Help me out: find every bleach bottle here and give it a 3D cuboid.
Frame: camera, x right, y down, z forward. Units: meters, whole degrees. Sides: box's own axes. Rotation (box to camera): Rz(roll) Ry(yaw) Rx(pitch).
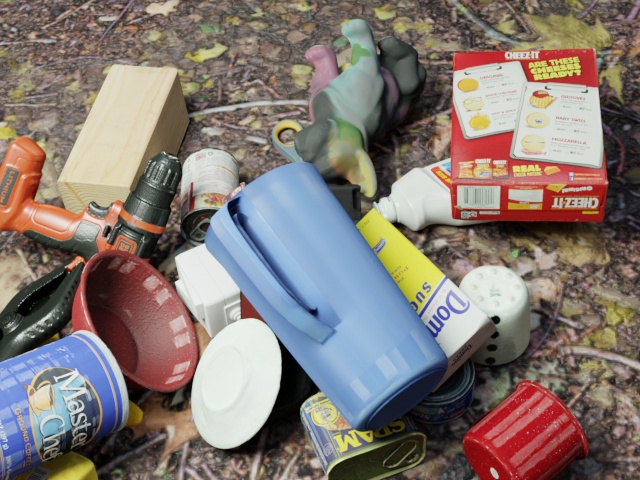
[{"bbox_3d":[0.187,-0.058,1.232,0.250,0.068,0.102,-16,49,-7],"label":"bleach bottle"}]

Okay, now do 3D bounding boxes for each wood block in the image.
[{"bbox_3d":[-0.233,-0.110,1.285,0.090,0.091,0.206,5,49,10],"label":"wood block"}]

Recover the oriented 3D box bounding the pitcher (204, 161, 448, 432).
[{"bbox_3d":[0.003,0.054,0.991,0.149,0.145,0.243,-27,66,-25],"label":"pitcher"}]

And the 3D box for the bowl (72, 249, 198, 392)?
[{"bbox_3d":[-0.200,0.092,1.091,0.055,0.162,0.162,-33,43,25],"label":"bowl"}]

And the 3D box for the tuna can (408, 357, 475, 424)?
[{"bbox_3d":[0.113,0.140,1.077,0.086,0.034,0.086,-2,48,2],"label":"tuna can"}]

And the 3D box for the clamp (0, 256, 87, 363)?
[{"bbox_3d":[-0.310,0.099,1.086,0.209,0.036,0.165,-41,34,-16],"label":"clamp"}]

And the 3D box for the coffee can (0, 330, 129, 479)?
[{"bbox_3d":[-0.262,0.153,0.978,0.140,0.103,0.103,-21,48,-38],"label":"coffee can"}]

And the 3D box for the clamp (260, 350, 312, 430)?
[{"bbox_3d":[-0.045,0.124,1.101,0.120,0.039,0.171,20,46,28],"label":"clamp"}]

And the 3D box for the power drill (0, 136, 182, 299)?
[{"bbox_3d":[-0.258,-0.040,1.160,0.188,0.184,0.057,27,9,7],"label":"power drill"}]

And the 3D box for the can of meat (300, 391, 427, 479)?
[{"bbox_3d":[0.039,0.183,1.030,0.102,0.057,0.084,-17,47,-12],"label":"can of meat"}]

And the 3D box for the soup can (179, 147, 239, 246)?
[{"bbox_3d":[-0.128,-0.050,1.241,0.068,0.068,0.102,-4,48,0],"label":"soup can"}]

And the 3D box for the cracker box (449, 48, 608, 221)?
[{"bbox_3d":[0.228,-0.118,1.188,0.164,0.072,0.213,0,49,9],"label":"cracker box"}]

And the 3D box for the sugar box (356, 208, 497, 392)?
[{"bbox_3d":[0.082,0.058,1.071,0.093,0.048,0.176,-45,58,0],"label":"sugar box"}]

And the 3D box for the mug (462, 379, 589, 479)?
[{"bbox_3d":[0.182,0.188,1.003,0.081,0.093,0.117,-35,24,-19],"label":"mug"}]

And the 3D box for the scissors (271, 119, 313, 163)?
[{"bbox_3d":[-0.034,-0.087,1.302,0.096,0.016,0.201,13,51,17],"label":"scissors"}]
